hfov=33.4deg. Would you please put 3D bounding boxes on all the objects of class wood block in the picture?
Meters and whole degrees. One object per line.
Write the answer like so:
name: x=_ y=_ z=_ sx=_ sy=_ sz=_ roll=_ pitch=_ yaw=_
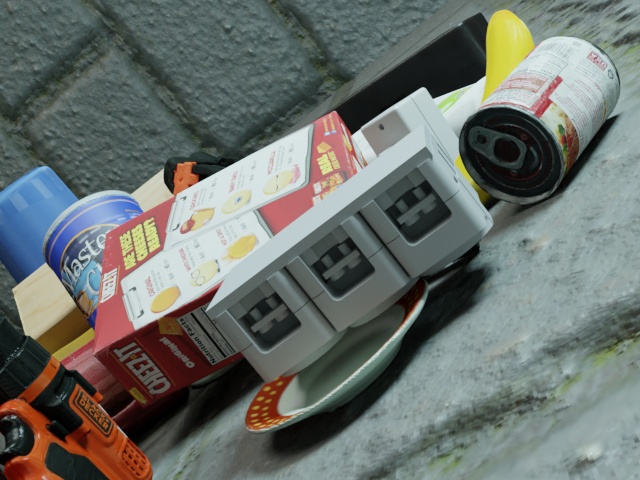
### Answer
wood block: x=-0.204 y=0.035 z=1.108 sx=0.206 sy=0.090 sz=0.090 roll=-38 pitch=46 yaw=6

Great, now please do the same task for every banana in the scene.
banana: x=0.117 y=-0.087 z=0.747 sx=0.070 sy=0.037 sz=0.197 roll=5 pitch=63 yaw=43

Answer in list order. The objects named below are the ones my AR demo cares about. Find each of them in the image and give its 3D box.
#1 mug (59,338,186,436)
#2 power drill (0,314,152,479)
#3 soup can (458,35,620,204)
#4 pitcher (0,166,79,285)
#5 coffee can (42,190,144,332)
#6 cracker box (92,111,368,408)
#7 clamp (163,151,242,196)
mug: x=-0.161 y=0.118 z=0.857 sx=0.081 sy=0.093 sz=0.117 roll=-34 pitch=19 yaw=0
power drill: x=-0.180 y=0.131 z=0.613 sx=0.057 sy=0.184 sz=0.187 roll=-35 pitch=19 yaw=19
soup can: x=0.139 y=-0.078 z=0.669 sx=0.069 sy=0.068 sz=0.102 roll=-29 pitch=13 yaw=48
pitcher: x=-0.286 y=0.034 z=1.254 sx=0.144 sy=0.243 sz=0.149 roll=-41 pitch=10 yaw=-27
coffee can: x=-0.176 y=0.038 z=0.974 sx=0.102 sy=0.140 sz=0.103 roll=-30 pitch=-30 yaw=-20
cracker box: x=-0.057 y=0.011 z=0.791 sx=0.214 sy=0.072 sz=0.164 roll=-28 pitch=30 yaw=10
clamp: x=-0.087 y=-0.058 z=0.954 sx=0.165 sy=0.036 sz=0.209 roll=11 pitch=8 yaw=24
